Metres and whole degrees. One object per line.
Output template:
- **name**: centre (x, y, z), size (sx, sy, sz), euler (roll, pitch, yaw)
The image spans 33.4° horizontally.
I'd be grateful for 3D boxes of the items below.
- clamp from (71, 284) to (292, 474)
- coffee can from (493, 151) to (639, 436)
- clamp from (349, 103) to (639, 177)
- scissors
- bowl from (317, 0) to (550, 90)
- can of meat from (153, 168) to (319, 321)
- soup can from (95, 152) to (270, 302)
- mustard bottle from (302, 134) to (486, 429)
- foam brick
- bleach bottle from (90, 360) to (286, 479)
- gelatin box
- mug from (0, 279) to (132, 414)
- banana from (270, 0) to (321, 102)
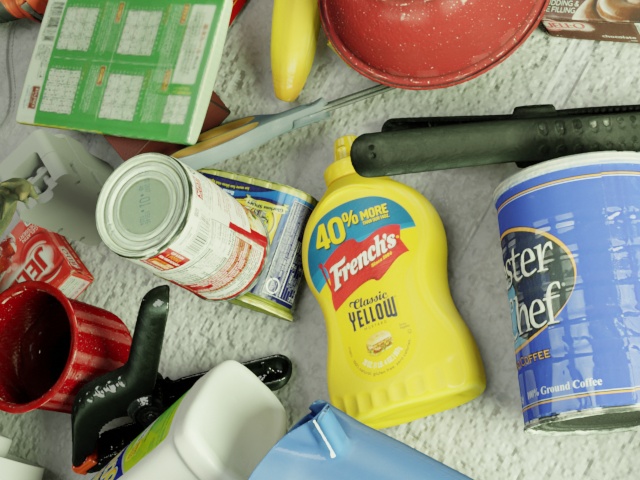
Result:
- **clamp**: centre (-0.104, 0.108, 0.729), size (0.172, 0.120, 0.039), euler (-47, 25, 30)
- **coffee can**: centre (0.157, 0.033, 0.600), size (0.103, 0.102, 0.140), euler (-12, 71, 23)
- **clamp**: centre (0.121, -0.061, 0.632), size (0.210, 0.164, 0.036), euler (-1, 101, 17)
- **scissors**: centre (-0.015, -0.091, 0.763), size (0.201, 0.096, 0.016), euler (-22, 106, -8)
- **bowl**: centre (0.066, -0.180, 0.681), size (0.162, 0.055, 0.162), euler (-5, 74, 18)
- **can of meat**: centre (-0.055, 0.001, 0.742), size (0.102, 0.057, 0.084), euler (15, 81, 29)
- **soup can**: centre (-0.084, -0.006, 0.666), size (0.069, 0.102, 0.068), euler (-8, 69, 23)
- **mustard bottle**: centre (0.037, 0.019, 0.690), size (0.096, 0.058, 0.191), euler (-23, 66, 25)
- **foam brick**: centre (-0.118, -0.092, 0.802), size (0.078, 0.051, 0.053), euler (-44, 63, 10)
- **bleach bottle**: centre (-0.133, 0.180, 0.696), size (0.251, 0.102, 0.068), euler (-39, 100, 25)
- **gelatin box**: centre (-0.230, 0.032, 0.835), size (0.089, 0.030, 0.073), euler (-45, 61, 9)
- **mug**: centre (-0.199, 0.084, 0.776), size (0.117, 0.081, 0.093), euler (-9, 72, 24)
- **banana**: centre (-0.009, -0.201, 0.769), size (0.037, 0.069, 0.198), euler (6, 75, 5)
